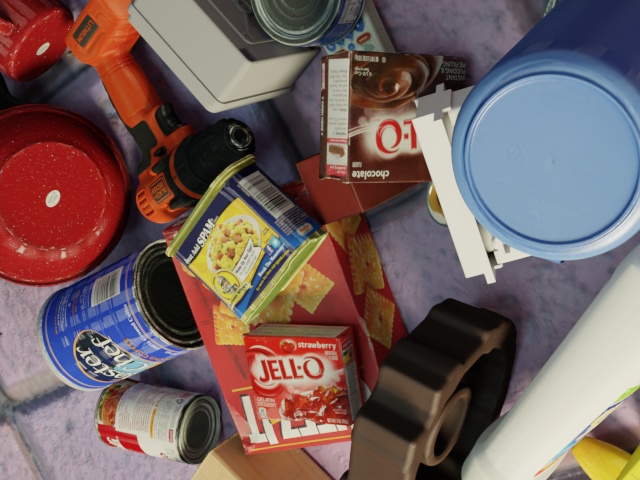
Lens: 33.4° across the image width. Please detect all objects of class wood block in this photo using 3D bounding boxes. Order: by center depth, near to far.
[{"bbox_3d":[-0.020,0.267,0.945,0.206,0.090,0.091,43,123,14],"label":"wood block"}]

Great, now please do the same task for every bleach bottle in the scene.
[{"bbox_3d":[0.177,0.109,0.753,0.068,0.102,0.251,45,123,19],"label":"bleach bottle"}]

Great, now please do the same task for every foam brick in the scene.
[{"bbox_3d":[0.031,-0.051,0.805,0.051,0.078,0.053,-16,98,50],"label":"foam brick"}]

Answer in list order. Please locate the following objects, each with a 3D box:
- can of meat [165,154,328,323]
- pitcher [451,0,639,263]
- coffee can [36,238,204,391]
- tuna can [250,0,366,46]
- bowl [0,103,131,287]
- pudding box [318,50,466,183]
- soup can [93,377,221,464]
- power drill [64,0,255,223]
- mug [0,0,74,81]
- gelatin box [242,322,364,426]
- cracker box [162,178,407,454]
[{"bbox_3d":[-0.055,0.001,0.808,0.084,0.057,0.102,43,123,7],"label":"can of meat"},{"bbox_3d":[0.159,-0.067,0.623,0.145,0.242,0.149,-25,97,31],"label":"pitcher"},{"bbox_3d":[-0.174,0.069,0.968,0.141,0.102,0.103,-25,92,35],"label":"coffee can"},{"bbox_3d":[-0.010,-0.186,0.785,0.086,0.033,0.086,9,106,33],"label":"tuna can"},{"bbox_3d":[-0.236,-0.038,0.917,0.055,0.161,0.162,7,114,66],"label":"bowl"},{"bbox_3d":[0.053,-0.087,0.756,0.039,0.113,0.090,9,100,55],"label":"pudding box"},{"bbox_3d":[-0.153,0.170,1.010,0.102,0.068,0.068,6,109,30],"label":"soup can"},{"bbox_3d":[-0.135,-0.116,0.882,0.185,0.057,0.187,-28,87,55],"label":"power drill"},{"bbox_3d":[-0.278,-0.197,0.941,0.081,0.117,0.093,39,96,10],"label":"mug"},{"bbox_3d":[-0.014,0.104,0.835,0.089,0.030,0.073,0,106,29],"label":"gelatin box"},{"bbox_3d":[-0.022,0.063,0.888,0.164,0.072,0.214,-15,98,34],"label":"cracker box"}]
